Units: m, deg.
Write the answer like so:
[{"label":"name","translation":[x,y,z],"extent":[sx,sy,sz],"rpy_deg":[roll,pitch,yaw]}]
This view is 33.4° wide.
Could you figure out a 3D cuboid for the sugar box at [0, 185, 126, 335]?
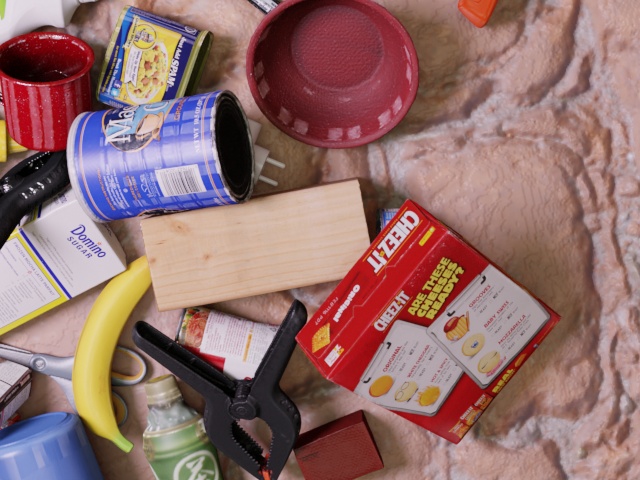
[{"label":"sugar box","translation":[-0.288,0.025,1.040],"extent":[0.176,0.048,0.093],"rpy_deg":[-28,120,2]}]

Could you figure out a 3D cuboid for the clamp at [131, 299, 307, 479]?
[{"label":"clamp","translation":[-0.083,0.146,1.006],"extent":[0.164,0.036,0.210],"rpy_deg":[-2,122,9]}]

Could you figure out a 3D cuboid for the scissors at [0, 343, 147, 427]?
[{"label":"scissors","translation":[-0.275,0.143,1.078],"extent":[0.202,0.016,0.096],"rpy_deg":[0,92,1]}]

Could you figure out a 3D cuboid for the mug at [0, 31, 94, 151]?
[{"label":"mug","translation":[-0.268,-0.141,1.005],"extent":[0.117,0.093,0.081],"rpy_deg":[15,132,11]}]

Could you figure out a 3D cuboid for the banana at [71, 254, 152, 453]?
[{"label":"banana","translation":[-0.206,0.106,1.052],"extent":[0.069,0.037,0.198],"rpy_deg":[9,88,-18]}]

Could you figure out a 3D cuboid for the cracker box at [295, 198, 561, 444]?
[{"label":"cracker box","translation":[0.103,0.080,0.979],"extent":[0.164,0.072,0.213],"rpy_deg":[-51,134,6]}]

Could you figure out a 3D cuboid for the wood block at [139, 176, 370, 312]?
[{"label":"wood block","translation":[-0.057,0.002,1.021],"extent":[0.206,0.091,0.090],"rpy_deg":[-11,96,2]}]

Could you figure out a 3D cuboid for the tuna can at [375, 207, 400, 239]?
[{"label":"tuna can","translation":[0.072,0.012,1.021],"extent":[0.033,0.086,0.086],"rpy_deg":[0,96,-1]}]

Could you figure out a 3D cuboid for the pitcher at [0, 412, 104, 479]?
[{"label":"pitcher","translation":[-0.259,0.297,1.038],"extent":[0.149,0.145,0.243],"rpy_deg":[-17,97,-6]}]

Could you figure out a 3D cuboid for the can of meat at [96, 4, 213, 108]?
[{"label":"can of meat","translation":[-0.160,-0.166,1.024],"extent":[0.084,0.057,0.102],"rpy_deg":[20,96,1]}]

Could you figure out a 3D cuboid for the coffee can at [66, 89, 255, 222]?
[{"label":"coffee can","translation":[-0.142,-0.075,0.963],"extent":[0.140,0.102,0.103],"rpy_deg":[-7,96,15]}]

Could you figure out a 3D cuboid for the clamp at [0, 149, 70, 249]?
[{"label":"clamp","translation":[-0.286,-0.038,1.001],"extent":[0.171,0.120,0.039],"rpy_deg":[-43,130,-23]}]

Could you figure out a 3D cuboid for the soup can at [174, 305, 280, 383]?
[{"label":"soup can","translation":[-0.089,0.104,1.044],"extent":[0.102,0.068,0.068],"rpy_deg":[13,96,0]}]

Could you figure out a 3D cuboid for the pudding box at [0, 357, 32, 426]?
[{"label":"pudding box","translation":[-0.351,0.143,1.035],"extent":[0.113,0.090,0.039],"rpy_deg":[16,116,8]}]

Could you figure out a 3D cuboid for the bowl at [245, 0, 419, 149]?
[{"label":"bowl","translation":[0.013,-0.168,1.001],"extent":[0.162,0.055,0.162],"rpy_deg":[4,126,5]}]

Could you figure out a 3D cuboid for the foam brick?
[{"label":"foam brick","translation":[0.017,0.210,1.060],"extent":[0.078,0.051,0.053],"rpy_deg":[-22,94,3]}]

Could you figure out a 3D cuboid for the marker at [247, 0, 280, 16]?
[{"label":"marker","translation":[-0.080,-0.250,1.031],"extent":[0.121,0.020,0.020],"rpy_deg":[38,96,-3]}]
